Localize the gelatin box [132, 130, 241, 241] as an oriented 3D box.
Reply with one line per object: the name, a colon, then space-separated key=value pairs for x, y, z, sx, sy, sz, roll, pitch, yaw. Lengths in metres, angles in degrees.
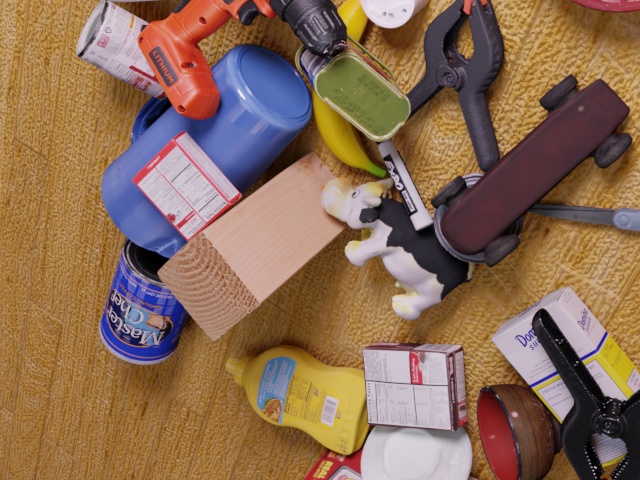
gelatin box: x=-0.134 y=-0.053 z=1.073 sx=0.089 sy=0.030 sz=0.073 roll=48 pitch=124 yaw=-5

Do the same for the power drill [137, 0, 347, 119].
power drill: x=-0.075 y=-0.198 z=0.983 sx=0.188 sy=0.057 sz=0.184 roll=-41 pitch=68 yaw=29

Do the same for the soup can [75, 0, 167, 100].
soup can: x=-0.198 y=-0.201 z=1.127 sx=0.102 sy=0.068 sz=0.069 roll=26 pitch=137 yaw=-25

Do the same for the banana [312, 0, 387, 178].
banana: x=0.025 y=-0.153 z=1.067 sx=0.069 sy=0.037 sz=0.198 roll=-5 pitch=120 yaw=3

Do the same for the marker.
marker: x=0.077 y=-0.068 z=1.051 sx=0.020 sy=0.020 sz=0.121 roll=-30 pitch=81 yaw=41

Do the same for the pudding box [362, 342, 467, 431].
pudding box: x=0.103 y=0.160 z=1.177 sx=0.114 sy=0.039 sz=0.090 roll=-1 pitch=96 yaw=36

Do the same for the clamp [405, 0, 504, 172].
clamp: x=0.135 y=-0.147 z=0.994 sx=0.120 sy=0.039 sz=0.172 roll=31 pitch=133 yaw=15

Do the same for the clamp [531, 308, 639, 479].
clamp: x=0.288 y=0.165 z=1.016 sx=0.165 sy=0.036 sz=0.210 roll=4 pitch=116 yaw=27

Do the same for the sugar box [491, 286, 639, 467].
sugar box: x=0.264 y=0.138 z=1.070 sx=0.093 sy=0.048 sz=0.176 roll=-38 pitch=90 yaw=39

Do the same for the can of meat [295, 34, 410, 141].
can of meat: x=0.031 y=-0.147 z=0.998 sx=0.102 sy=0.084 sz=0.057 roll=36 pitch=105 yaw=-25

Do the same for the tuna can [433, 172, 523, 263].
tuna can: x=0.154 y=-0.023 z=1.035 sx=0.086 sy=0.033 sz=0.086 roll=2 pitch=100 yaw=12

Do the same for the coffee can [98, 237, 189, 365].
coffee can: x=-0.206 y=0.068 z=1.300 sx=0.103 sy=0.102 sz=0.140 roll=34 pitch=130 yaw=12

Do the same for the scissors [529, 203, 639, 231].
scissors: x=0.290 y=-0.034 z=0.972 sx=0.202 sy=0.016 sz=0.096 roll=22 pitch=125 yaw=21

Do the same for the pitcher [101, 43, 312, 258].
pitcher: x=-0.123 y=-0.106 z=1.140 sx=0.149 sy=0.144 sz=0.243 roll=42 pitch=128 yaw=-10

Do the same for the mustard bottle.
mustard bottle: x=-0.030 y=0.178 z=1.272 sx=0.192 sy=0.058 sz=0.096 roll=18 pitch=101 yaw=25

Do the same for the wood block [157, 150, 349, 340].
wood block: x=-0.058 y=0.001 z=1.095 sx=0.091 sy=0.205 sz=0.090 roll=50 pitch=131 yaw=-1
